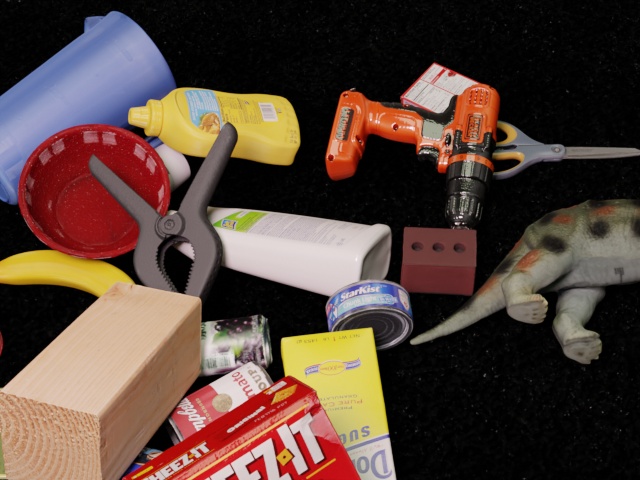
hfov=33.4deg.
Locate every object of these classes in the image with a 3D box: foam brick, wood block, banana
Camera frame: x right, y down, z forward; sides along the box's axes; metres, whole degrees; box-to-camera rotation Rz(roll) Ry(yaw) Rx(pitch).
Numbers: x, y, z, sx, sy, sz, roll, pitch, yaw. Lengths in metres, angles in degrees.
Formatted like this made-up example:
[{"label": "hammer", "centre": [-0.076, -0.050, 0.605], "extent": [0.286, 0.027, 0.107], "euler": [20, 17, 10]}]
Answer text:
[{"label": "foam brick", "centre": [0.124, 0.022, 1.126], "extent": [0.078, 0.051, 0.053], "euler": [2, 51, 6]}, {"label": "wood block", "centre": [-0.186, 0.126, 0.939], "extent": [0.091, 0.090, 0.205], "euler": [10, 26, 14]}, {"label": "banana", "centre": [-0.263, 0.045, 1.146], "extent": [0.198, 0.037, 0.069], "euler": [21, 55, 20]}]

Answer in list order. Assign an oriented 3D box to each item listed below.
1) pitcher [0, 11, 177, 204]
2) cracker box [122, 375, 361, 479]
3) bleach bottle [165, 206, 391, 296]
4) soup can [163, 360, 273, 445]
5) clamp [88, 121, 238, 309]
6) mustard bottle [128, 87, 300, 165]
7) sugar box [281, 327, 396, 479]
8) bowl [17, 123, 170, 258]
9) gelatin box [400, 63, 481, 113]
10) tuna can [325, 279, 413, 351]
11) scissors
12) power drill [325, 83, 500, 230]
[{"label": "pitcher", "centre": [-0.289, -0.144, 1.250], "extent": [0.242, 0.145, 0.149], "euler": [-40, 36, -21]}, {"label": "cracker box", "centre": [-0.035, 0.245, 0.865], "extent": [0.164, 0.213, 0.072], "euler": [-30, 15, -19]}, {"label": "bleach bottle", "centre": [-0.058, 0.001, 1.144], "extent": [0.251, 0.068, 0.102], "euler": [12, 24, 21]}, {"label": "soup can", "centre": [-0.092, 0.167, 1.017], "extent": [0.102, 0.068, 0.069], "euler": [-27, 54, -18]}, {"label": "clamp", "centre": [-0.143, -0.020, 1.106], "extent": [0.164, 0.036, 0.210], "euler": [-20, 73, 7]}, {"label": "mustard bottle", "centre": [-0.124, -0.134, 1.224], "extent": [0.191, 0.058, 0.096], "euler": [3, 46, -22]}, {"label": "sugar box", "centre": [0.017, 0.173, 1.007], "extent": [0.093, 0.048, 0.176], "euler": [-7, 56, -2]}, {"label": "bowl", "centre": [-0.246, -0.045, 1.170], "extent": [0.162, 0.055, 0.162], "euler": [3, 67, -7]}, {"label": "gelatin box", "centre": [0.152, -0.168, 1.290], "extent": [0.089, 0.030, 0.073], "euler": [29, 60, 24]}, {"label": "tuna can", "centre": [0.049, 0.077, 1.066], "extent": [0.086, 0.086, 0.034], "euler": [-6, 53, -1]}, {"label": "scissors", "centre": [0.262, -0.115, 1.247], "extent": [0.201, 0.016, 0.096], "euler": [-12, 52, -5]}, {"label": "power drill", "centre": [0.105, -0.098, 1.211], "extent": [0.188, 0.057, 0.184], "euler": [7, 63, 12]}]
